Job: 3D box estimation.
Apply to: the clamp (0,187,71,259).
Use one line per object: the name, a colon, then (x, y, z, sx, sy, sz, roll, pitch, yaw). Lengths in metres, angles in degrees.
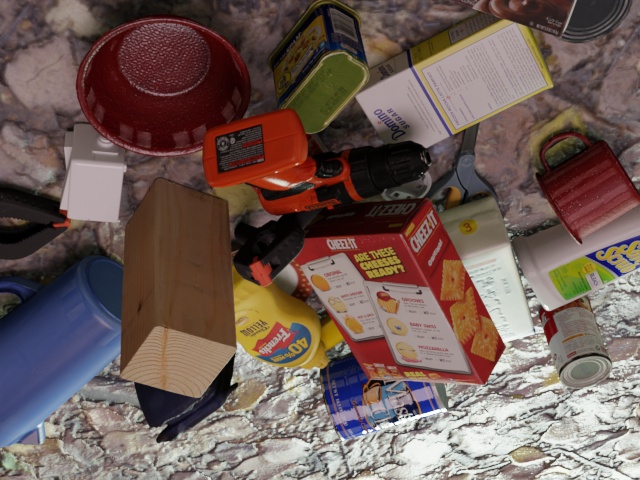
clamp: (-0.371, -0.006, 1.143, 0.210, 0.036, 0.165, -3, 135, -6)

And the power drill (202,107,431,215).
power drill: (-0.008, -0.071, 1.004, 0.185, 0.057, 0.187, -14, 164, 25)

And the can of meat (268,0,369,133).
can of meat: (-0.001, -0.162, 1.003, 0.057, 0.084, 0.102, 24, 127, -29)

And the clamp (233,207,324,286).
clamp: (-0.057, 0.001, 1.119, 0.120, 0.171, 0.039, -29, 105, 27)

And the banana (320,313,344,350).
banana: (0.008, 0.098, 1.308, 0.069, 0.037, 0.198, 36, 122, -10)

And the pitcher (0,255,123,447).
pitcher: (-0.319, 0.115, 1.221, 0.243, 0.145, 0.149, -37, 141, 22)

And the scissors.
scissors: (0.173, -0.082, 1.159, 0.096, 0.016, 0.202, 9, 133, -19)

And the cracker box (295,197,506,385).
cracker box: (0.084, 0.058, 1.161, 0.164, 0.072, 0.213, -3, 127, 43)

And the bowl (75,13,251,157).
bowl: (-0.147, -0.156, 1.008, 0.162, 0.055, 0.162, -4, 136, -4)

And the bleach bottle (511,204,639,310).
bleach bottle: (0.356, -0.008, 1.229, 0.251, 0.068, 0.102, -26, 134, 14)

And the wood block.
wood block: (-0.149, 0.046, 1.107, 0.090, 0.206, 0.091, 19, 130, -25)

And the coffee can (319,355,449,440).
coffee can: (0.081, 0.187, 1.358, 0.140, 0.103, 0.102, -18, 135, 10)

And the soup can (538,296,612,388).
soup can: (0.317, 0.124, 1.328, 0.068, 0.102, 0.068, -4, 136, -4)

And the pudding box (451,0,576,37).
pudding box: (0.179, -0.243, 0.950, 0.113, 0.039, 0.090, 20, 135, 8)

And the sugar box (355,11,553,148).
sugar box: (0.130, -0.156, 1.050, 0.176, 0.048, 0.093, -23, 123, 19)

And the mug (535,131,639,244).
mug: (0.285, -0.065, 1.151, 0.082, 0.093, 0.117, -33, 95, 17)

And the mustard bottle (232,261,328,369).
mustard bottle: (-0.056, 0.100, 1.247, 0.096, 0.058, 0.191, -32, 130, 24)
